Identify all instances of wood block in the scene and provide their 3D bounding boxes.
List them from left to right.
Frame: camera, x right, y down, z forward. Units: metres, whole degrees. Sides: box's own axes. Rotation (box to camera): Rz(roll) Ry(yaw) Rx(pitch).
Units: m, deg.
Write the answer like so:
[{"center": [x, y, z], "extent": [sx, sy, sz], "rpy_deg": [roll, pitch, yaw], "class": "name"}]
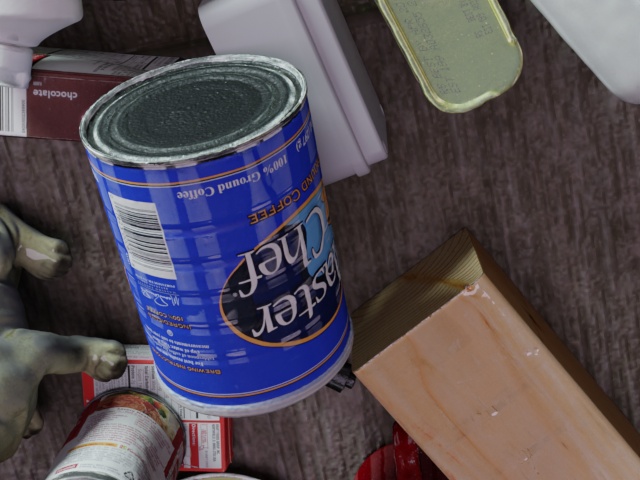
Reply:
[{"center": [0.117, 0.106, 0.613], "extent": [0.090, 0.091, 0.206], "rpy_deg": [-38, 102, 12], "class": "wood block"}]

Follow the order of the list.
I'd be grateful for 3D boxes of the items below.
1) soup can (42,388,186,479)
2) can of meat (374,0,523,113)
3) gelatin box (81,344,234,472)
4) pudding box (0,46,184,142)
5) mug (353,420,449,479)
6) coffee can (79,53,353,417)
[{"center": [-0.116, 0.134, 0.592], "extent": [0.068, 0.102, 0.068], "rpy_deg": [1, 107, 3], "class": "soup can"}, {"center": [0.060, -0.120, 0.546], "extent": [0.057, 0.084, 0.102], "rpy_deg": [-28, 104, 10], "class": "can of meat"}, {"center": [-0.098, 0.102, 0.652], "extent": [0.089, 0.030, 0.073], "rpy_deg": [1, 107, 3], "class": "gelatin box"}, {"center": [-0.133, -0.078, 0.564], "extent": [0.113, 0.090, 0.039], "rpy_deg": [6, 106, 1], "class": "pudding box"}, {"center": [0.056, 0.161, 0.637], "extent": [0.093, 0.081, 0.117], "rpy_deg": [-10, 107, 5], "class": "mug"}, {"center": [-0.045, -0.002, 0.505], "extent": [0.103, 0.103, 0.140], "rpy_deg": [-8, 123, 5], "class": "coffee can"}]
